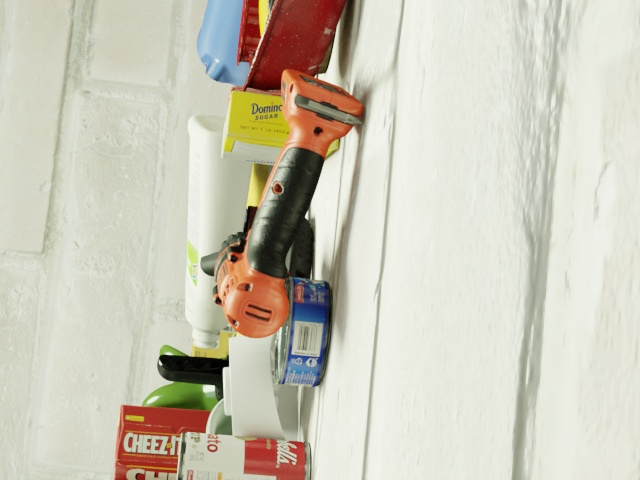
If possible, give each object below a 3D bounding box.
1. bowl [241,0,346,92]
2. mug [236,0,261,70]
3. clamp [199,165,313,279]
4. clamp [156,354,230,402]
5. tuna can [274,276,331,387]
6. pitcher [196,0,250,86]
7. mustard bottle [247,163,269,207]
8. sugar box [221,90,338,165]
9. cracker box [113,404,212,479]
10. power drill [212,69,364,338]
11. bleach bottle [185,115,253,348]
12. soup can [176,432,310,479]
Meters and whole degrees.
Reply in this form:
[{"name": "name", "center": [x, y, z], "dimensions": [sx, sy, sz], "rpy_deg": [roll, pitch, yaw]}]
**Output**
[{"name": "bowl", "center": [-0.014, -0.189, 0.896], "dimensions": [0.162, 0.055, 0.162], "rpy_deg": [-160, 91, -84]}, {"name": "mug", "center": [-0.049, -0.227, 1.192], "dimensions": [0.093, 0.081, 0.117], "rpy_deg": [108, 167, -60]}, {"name": "clamp", "center": [-0.046, -0.006, 1.026], "dimensions": [0.164, 0.036, 0.210], "rpy_deg": [-61, 27, 7]}, {"name": "clamp", "center": [-0.079, 0.120, 0.979], "dimensions": [0.039, 0.120, 0.171], "rpy_deg": [56, 169, 41]}, {"name": "tuna can", "center": [-0.014, 0.072, 0.836], "dimensions": [0.086, 0.033, 0.086], "rpy_deg": [-174, 90, -83]}, {"name": "pitcher", "center": [-0.079, -0.327, 1.410], "dimensions": [0.243, 0.144, 0.149], "rpy_deg": [116, 147, -61]}, {"name": "mustard bottle", "center": [-0.051, -0.114, 1.206], "dimensions": [0.192, 0.058, 0.096], "rpy_deg": [106, 168, -55]}, {"name": "sugar box", "center": [-0.040, -0.096, 0.950], "dimensions": [0.176, 0.093, 0.048], "rpy_deg": [-171, 88, -83]}, {"name": "cracker box", "center": [-0.138, 0.258, 1.149], "dimensions": [0.214, 0.164, 0.072], "rpy_deg": [105, 167, -54]}, {"name": "power drill", "center": [-0.031, -0.032, 0.812], "dimensions": [0.184, 0.057, 0.188], "rpy_deg": [-123, 51, -73]}, {"name": "bleach bottle", "center": [-0.118, -0.005, 1.175], "dimensions": [0.103, 0.068, 0.251], "rpy_deg": [-129, 44, -66]}, {"name": "soup can", "center": [-0.063, 0.190, 0.847], "dimensions": [0.068, 0.102, 0.068], "rpy_deg": [-174, 91, -84]}]
